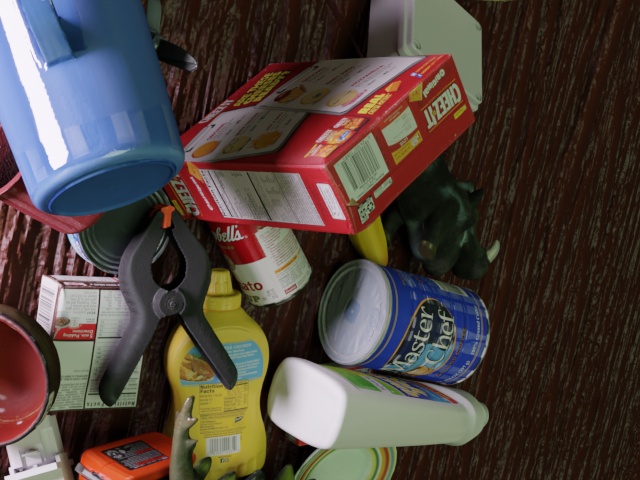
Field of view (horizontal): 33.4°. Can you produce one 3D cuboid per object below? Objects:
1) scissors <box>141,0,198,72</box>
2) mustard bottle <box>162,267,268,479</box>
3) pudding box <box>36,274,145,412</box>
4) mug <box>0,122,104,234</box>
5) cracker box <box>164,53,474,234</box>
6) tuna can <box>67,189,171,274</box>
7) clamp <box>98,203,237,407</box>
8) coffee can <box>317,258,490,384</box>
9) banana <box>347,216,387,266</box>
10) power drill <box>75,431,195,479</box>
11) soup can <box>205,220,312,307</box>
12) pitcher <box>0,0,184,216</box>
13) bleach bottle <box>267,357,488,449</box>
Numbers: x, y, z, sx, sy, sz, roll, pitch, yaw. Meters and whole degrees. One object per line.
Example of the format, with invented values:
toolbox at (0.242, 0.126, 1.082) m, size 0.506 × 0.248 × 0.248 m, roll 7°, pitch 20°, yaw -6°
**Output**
scissors at (-0.135, -0.132, 0.810) m, size 0.016 × 0.202 × 0.096 m, roll 23°, pitch 111°, yaw -29°
mustard bottle at (-0.095, 0.120, 0.970) m, size 0.096 × 0.058 × 0.192 m, roll -2°, pitch 103°, yaw -24°
pudding box at (-0.195, 0.088, 0.907) m, size 0.089 × 0.039 × 0.113 m, roll 4°, pitch 101°, yaw -37°
mug at (-0.205, -0.067, 0.835) m, size 0.081 × 0.093 × 0.117 m, roll 33°, pitch 71°, yaw -40°
cracker box at (-0.009, -0.080, 0.869) m, size 0.164 × 0.214 × 0.072 m, roll -44°, pitch 122°, yaw -32°
tuna can at (-0.170, -0.016, 0.901) m, size 0.085 × 0.034 × 0.086 m, roll -9°, pitch 106°, yaw -33°
clamp at (-0.138, 0.058, 0.892) m, size 0.120 × 0.039 × 0.171 m, roll -15°, pitch 100°, yaw -30°
coffee can at (0.083, 0.082, 1.056) m, size 0.140 × 0.103 × 0.103 m, roll 16°, pitch 92°, yaw -36°
banana at (0.046, -0.048, 1.005) m, size 0.037 × 0.070 × 0.198 m, roll -38°, pitch 155°, yaw -32°
power drill at (-0.168, 0.262, 0.915) m, size 0.184 × 0.057 × 0.188 m, roll -3°, pitch 112°, yaw -62°
soup can at (-0.056, 0.001, 0.963) m, size 0.068 × 0.069 × 0.102 m, roll -37°, pitch 120°, yaw -22°
pitcher at (-0.181, -0.147, 0.731) m, size 0.148 × 0.145 × 0.243 m, roll -7°, pitch 73°, yaw -50°
bleach bottle at (0.073, 0.164, 1.046) m, size 0.250 × 0.103 × 0.068 m, roll 11°, pitch 98°, yaw -44°
